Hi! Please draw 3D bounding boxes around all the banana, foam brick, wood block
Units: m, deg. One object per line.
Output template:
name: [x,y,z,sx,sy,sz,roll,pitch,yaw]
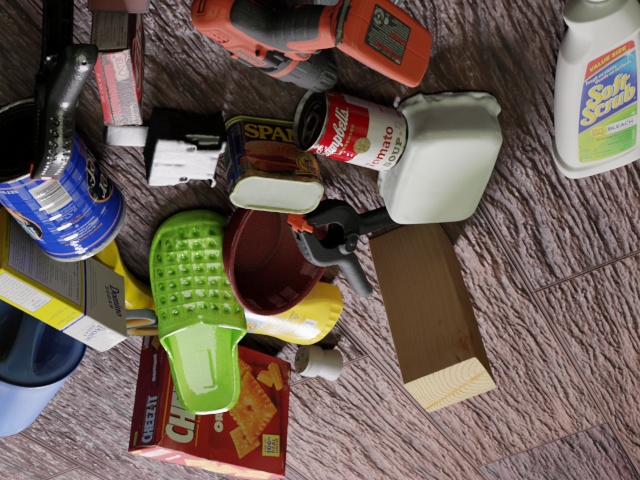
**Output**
banana: [-0.227,0.046,1.277,0.069,0.037,0.197,-39,140,6]
foam brick: [-0.169,-0.232,0.883,0.053,0.078,0.051,-3,142,-15]
wood block: [0.132,0.085,1.279,0.091,0.206,0.090,-23,142,14]

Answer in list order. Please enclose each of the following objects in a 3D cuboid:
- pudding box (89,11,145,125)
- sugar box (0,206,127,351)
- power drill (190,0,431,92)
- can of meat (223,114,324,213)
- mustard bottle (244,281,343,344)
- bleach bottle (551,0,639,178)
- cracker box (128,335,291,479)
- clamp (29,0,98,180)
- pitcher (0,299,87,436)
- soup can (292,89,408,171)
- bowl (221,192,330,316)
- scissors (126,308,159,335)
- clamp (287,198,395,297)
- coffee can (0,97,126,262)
pudding box: [-0.176,-0.170,0.933,0.039,0.113,0.090,-4,143,-5]
sugar box: [-0.287,0.044,1.151,0.048,0.093,0.176,-31,135,20]
power drill: [0.003,-0.173,0.950,0.188,0.057,0.184,9,173,42]
can of meat: [-0.051,-0.078,1.115,0.102,0.084,0.058,5,141,-21]
mustard bottle: [-0.073,0.078,1.338,0.191,0.058,0.096,14,135,-31]
bleach bottle: [0.282,-0.173,1.099,0.102,0.068,0.250,-16,141,5]
cracker box: [-0.138,0.216,1.407,0.213,0.164,0.072,24,149,-38]
clamp: [-0.221,-0.126,0.902,0.036,0.165,0.210,1,128,-22]
pitcher: [-0.374,0.157,1.271,0.149,0.145,0.243,1,153,-25]
soup can: [0.031,-0.114,1.103,0.102,0.068,0.069,12,137,-30]
bowl: [-0.058,0.001,1.204,0.161,0.055,0.162,-22,122,-40]
scissors: [-0.271,0.112,1.335,0.202,0.016,0.096,-14,157,35]
clamp: [0.026,0.006,1.224,0.171,0.039,0.120,7,101,-42]
coffee can: [-0.270,-0.058,1.065,0.103,0.103,0.140,-17,143,7]
